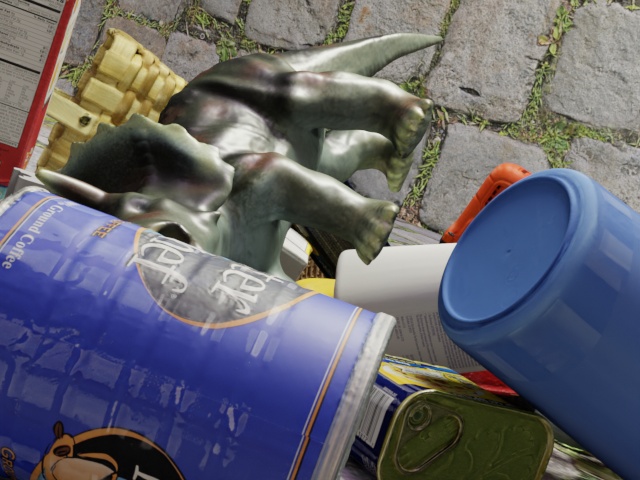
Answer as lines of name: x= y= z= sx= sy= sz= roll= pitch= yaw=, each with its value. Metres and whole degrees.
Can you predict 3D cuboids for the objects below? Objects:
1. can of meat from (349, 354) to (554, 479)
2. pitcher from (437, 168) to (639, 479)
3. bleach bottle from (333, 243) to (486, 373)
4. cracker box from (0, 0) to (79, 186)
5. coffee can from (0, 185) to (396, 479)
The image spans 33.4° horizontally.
can of meat: x=0.056 y=0.098 z=0.563 sx=0.102 sy=0.057 sz=0.084 roll=16 pitch=5 yaw=-29
pitcher: x=0.190 y=0.063 z=0.574 sx=0.242 sy=0.149 sz=0.145 roll=36 pitch=-8 yaw=-23
bleach bottle: x=0.140 y=0.043 z=0.689 sx=0.251 sy=0.068 sz=0.102 roll=-4 pitch=-41 yaw=15
cracker box: x=-0.241 y=-0.160 z=0.860 sx=0.072 sy=0.214 sz=0.164 roll=18 pitch=6 yaw=-15
coffee can: x=-0.056 y=0.051 z=0.381 sx=0.140 sy=0.103 sz=0.102 roll=20 pitch=6 yaw=6
